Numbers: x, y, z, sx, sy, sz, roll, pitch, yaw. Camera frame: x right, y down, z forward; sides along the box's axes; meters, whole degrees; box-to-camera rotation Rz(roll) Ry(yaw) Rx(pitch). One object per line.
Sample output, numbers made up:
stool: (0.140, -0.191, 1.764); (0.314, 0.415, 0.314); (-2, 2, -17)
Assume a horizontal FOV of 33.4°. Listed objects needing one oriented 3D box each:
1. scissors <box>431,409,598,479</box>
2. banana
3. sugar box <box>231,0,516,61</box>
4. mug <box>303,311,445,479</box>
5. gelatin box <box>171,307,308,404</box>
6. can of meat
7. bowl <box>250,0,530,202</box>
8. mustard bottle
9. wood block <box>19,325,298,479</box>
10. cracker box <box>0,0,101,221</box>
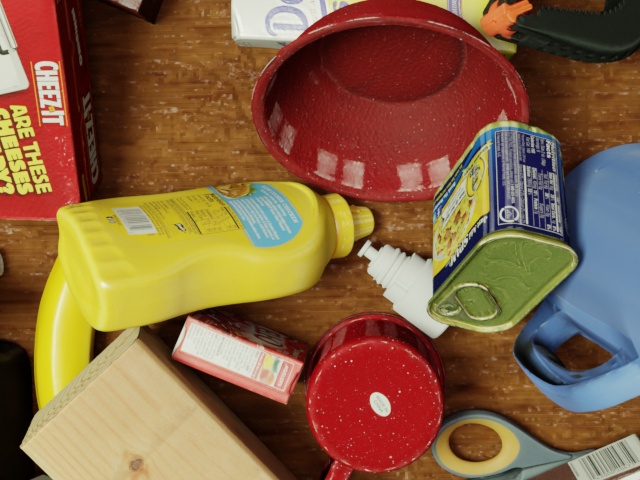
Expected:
scissors: (0.158, 0.129, 0.680); (0.202, 0.016, 0.096); (-26, 97, 4)
banana: (-0.151, 0.080, 0.690); (0.069, 0.037, 0.198); (-10, 93, -14)
sugar box: (0.035, -0.164, 0.663); (0.176, 0.048, 0.093); (3, 93, 2)
mug: (0.028, 0.104, 0.656); (0.093, 0.081, 0.117); (29, 93, 1)
gelatin box: (-0.046, 0.067, 0.655); (0.073, 0.089, 0.030); (22, 92, 2)
can of meat: (0.103, -0.007, 0.623); (0.057, 0.102, 0.084); (13, 55, -14)
bowl: (0.042, -0.091, 0.633); (0.162, 0.162, 0.055); (4, 56, 3)
mustard bottle: (-0.054, 0.001, 0.643); (0.191, 0.096, 0.058); (-10, 122, -25)
wood block: (-0.069, 0.155, 0.640); (0.091, 0.090, 0.206); (-43, 98, -4)
cracker box: (-0.250, -0.099, 0.642); (0.213, 0.072, 0.164); (1, 119, 2)
